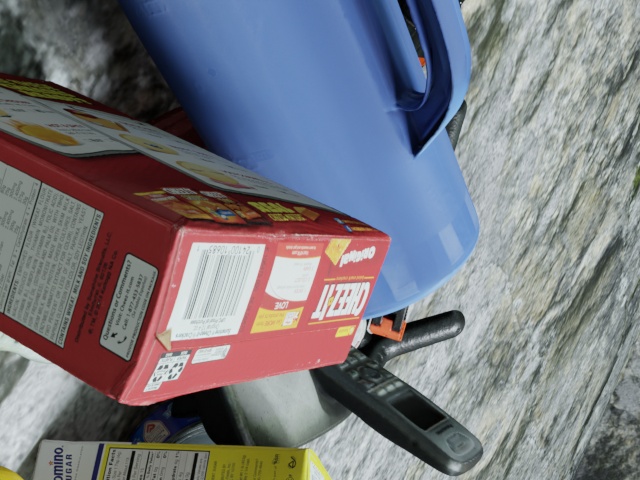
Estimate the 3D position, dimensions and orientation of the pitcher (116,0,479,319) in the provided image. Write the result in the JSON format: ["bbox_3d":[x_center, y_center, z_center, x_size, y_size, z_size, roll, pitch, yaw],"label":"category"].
[{"bbox_3d":[-0.002,-0.082,0.536,0.145,0.149,0.242,-27,114,3],"label":"pitcher"}]

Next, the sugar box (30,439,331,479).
[{"bbox_3d":[-0.082,0.162,0.671,0.093,0.176,0.048,67,23,-55],"label":"sugar box"}]

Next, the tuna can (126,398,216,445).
[{"bbox_3d":[-0.098,0.152,0.766,0.086,0.034,0.086,-24,135,-26],"label":"tuna can"}]

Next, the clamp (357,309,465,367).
[{"bbox_3d":[0.043,0.094,0.935,0.171,0.120,0.039,-46,130,-32],"label":"clamp"}]

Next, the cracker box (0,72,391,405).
[{"bbox_3d":[-0.101,-0.013,0.446,0.164,0.214,0.072,1,111,-63],"label":"cracker box"}]
